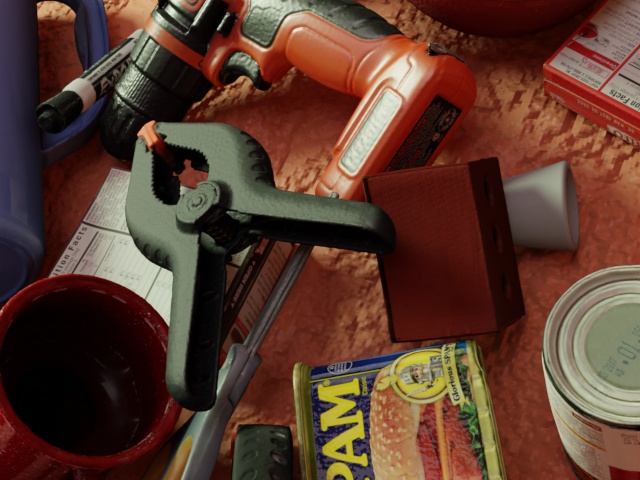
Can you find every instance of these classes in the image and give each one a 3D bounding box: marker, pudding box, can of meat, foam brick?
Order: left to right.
[{"bbox_3d":[-0.130,-0.094,0.626,0.020,0.020,0.121,3,32,20],"label":"marker"},{"bbox_3d":[-0.083,0.016,0.568,0.114,0.039,0.090,15,67,28],"label":"pudding box"},{"bbox_3d":[0.037,0.098,0.468,0.084,0.057,0.102,-11,58,9],"label":"can of meat"},{"bbox_3d":[0.058,0.003,0.490,0.051,0.052,0.078,-10,93,26],"label":"foam brick"}]

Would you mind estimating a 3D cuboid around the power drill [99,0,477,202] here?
[{"bbox_3d":[-0.025,-0.083,0.576,0.188,0.057,0.184,41,106,26],"label":"power drill"}]

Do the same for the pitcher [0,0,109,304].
[{"bbox_3d":[-0.215,-0.083,0.627,0.149,0.144,0.243,-25,59,18],"label":"pitcher"}]

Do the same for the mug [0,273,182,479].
[{"bbox_3d":[-0.119,0.085,0.499,0.082,0.093,0.117,-42,55,47],"label":"mug"}]

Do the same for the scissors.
[{"bbox_3d":[-0.049,0.071,0.507,0.016,0.096,0.201,32,60,-12],"label":"scissors"}]

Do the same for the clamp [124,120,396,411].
[{"bbox_3d":[-0.053,0.001,0.504,0.120,0.039,0.172,-43,42,-10],"label":"clamp"}]
